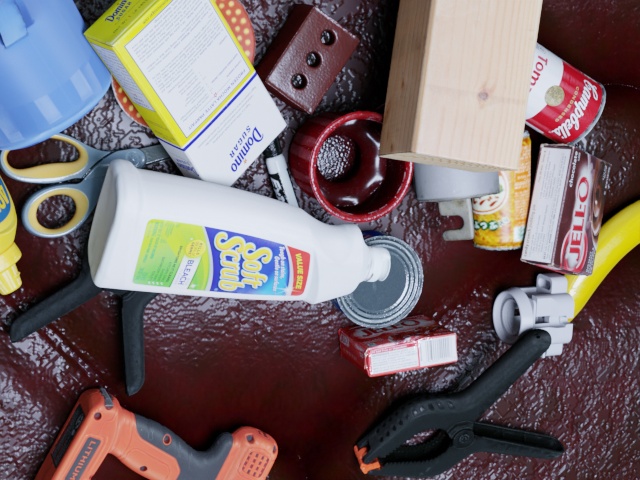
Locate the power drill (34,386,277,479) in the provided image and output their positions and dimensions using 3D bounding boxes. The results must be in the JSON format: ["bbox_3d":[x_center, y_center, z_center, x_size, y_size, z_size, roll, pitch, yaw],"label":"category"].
[{"bbox_3d":[-0.150,0.224,0.933,0.187,0.057,0.184,28,87,-25],"label":"power drill"}]

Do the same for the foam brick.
[{"bbox_3d":[-0.014,-0.154,0.905,0.053,0.051,0.078,33,89,-22],"label":"foam brick"}]

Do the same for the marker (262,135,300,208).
[{"bbox_3d":[-0.032,-0.044,0.938,0.020,0.020,0.121,-21,107,-14],"label":"marker"}]

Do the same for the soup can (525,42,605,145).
[{"bbox_3d":[0.199,-0.139,0.974,0.102,0.069,0.068,28,91,-21],"label":"soup can"}]

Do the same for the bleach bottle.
[{"bbox_3d":[-0.056,0.001,0.873,0.250,0.068,0.103,7,125,-24],"label":"bleach bottle"}]

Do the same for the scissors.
[{"bbox_3d":[-0.164,-0.048,0.888,0.201,0.016,0.096,2,89,-20],"label":"scissors"}]

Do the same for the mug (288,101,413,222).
[{"bbox_3d":[0.029,-0.077,0.919,0.093,0.082,0.117,42,86,-22],"label":"mug"}]

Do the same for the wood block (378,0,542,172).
[{"bbox_3d":[0.113,-0.163,0.842,0.090,0.090,0.206,8,91,-14],"label":"wood block"}]

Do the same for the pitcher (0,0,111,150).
[{"bbox_3d":[-0.250,-0.187,0.757,0.145,0.149,0.242,-15,121,25],"label":"pitcher"}]

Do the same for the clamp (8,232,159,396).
[{"bbox_3d":[-0.165,0.044,0.899,0.120,0.039,0.171,38,87,-24],"label":"clamp"}]

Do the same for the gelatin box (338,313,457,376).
[{"bbox_3d":[0.069,0.094,0.973,0.089,0.073,0.030,-8,102,-17],"label":"gelatin box"}]

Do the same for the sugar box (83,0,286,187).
[{"bbox_3d":[-0.101,-0.124,0.840,0.093,0.048,0.176,-48,140,-17],"label":"sugar box"}]

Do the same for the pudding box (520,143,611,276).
[{"bbox_3d":[0.230,-0.027,0.996,0.089,0.039,0.113,12,86,-53],"label":"pudding box"}]

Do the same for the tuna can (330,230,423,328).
[{"bbox_3d":[0.048,0.035,0.974,0.086,0.034,0.086,-4,102,-19],"label":"tuna can"}]

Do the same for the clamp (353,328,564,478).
[{"bbox_3d":[0.134,0.167,1.011,0.210,0.036,0.164,-12,124,-8],"label":"clamp"}]
